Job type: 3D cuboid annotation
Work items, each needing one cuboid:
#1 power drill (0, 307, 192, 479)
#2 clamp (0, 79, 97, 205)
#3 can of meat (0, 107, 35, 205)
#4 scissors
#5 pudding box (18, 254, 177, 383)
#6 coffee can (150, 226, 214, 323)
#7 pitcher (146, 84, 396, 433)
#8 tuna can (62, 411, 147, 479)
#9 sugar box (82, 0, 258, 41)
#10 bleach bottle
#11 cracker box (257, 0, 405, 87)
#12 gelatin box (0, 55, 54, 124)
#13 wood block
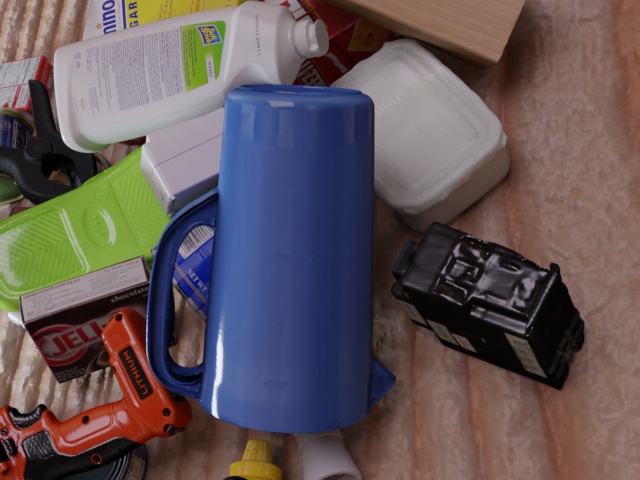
[{"bbox_3d":[-0.211,0.131,0.846,0.187,0.057,0.184,-31,81,4],"label":"power drill"},{"bbox_3d":[-0.273,-0.091,1.056,0.171,0.039,0.120,31,70,15],"label":"clamp"},{"bbox_3d":[-0.352,-0.080,1.113,0.102,0.057,0.084,-15,59,17],"label":"can of meat"},{"bbox_3d":[-0.271,-0.096,1.109,0.096,0.016,0.202,-36,53,2],"label":"scissors"},{"bbox_3d":[-0.189,0.068,0.913,0.113,0.090,0.039,-20,50,-6],"label":"pudding box"},{"bbox_3d":[-0.056,0.001,0.895,0.140,0.102,0.103,-40,53,-1],"label":"coffee can"},{"bbox_3d":[-0.031,0.010,0.784,0.145,0.148,0.243,12,104,39],"label":"pitcher"},{"bbox_3d":[-0.188,0.187,0.892,0.086,0.033,0.086,-12,58,19],"label":"tuna can"},{"bbox_3d":[-0.145,-0.200,1.013,0.176,0.048,0.093,-8,66,23],"label":"sugar box"},{"bbox_3d":[-0.111,-0.145,0.929,0.251,0.068,0.102,-7,89,24],"label":"bleach bottle"},{"bbox_3d":[0.024,-0.252,1.024,0.214,0.072,0.164,-36,53,4],"label":"cracker box"},{"bbox_3d":[-0.339,-0.160,1.170,0.089,0.030,0.073,-5,59,23],"label":"gelatin box"},{"bbox_3d":[0.068,-0.228,0.906,0.206,0.090,0.091,23,96,-1],"label":"wood block"}]
